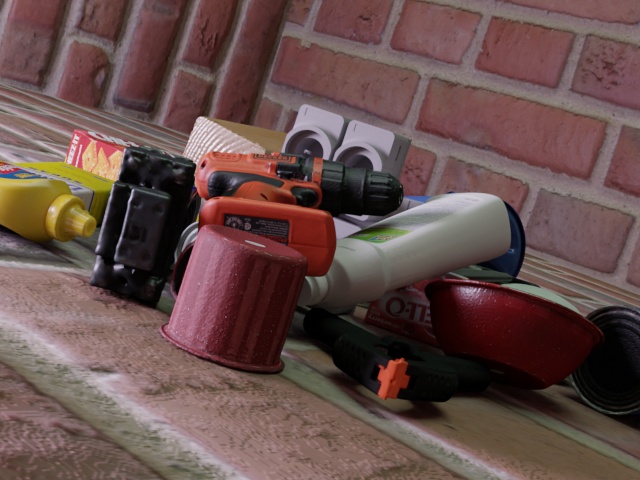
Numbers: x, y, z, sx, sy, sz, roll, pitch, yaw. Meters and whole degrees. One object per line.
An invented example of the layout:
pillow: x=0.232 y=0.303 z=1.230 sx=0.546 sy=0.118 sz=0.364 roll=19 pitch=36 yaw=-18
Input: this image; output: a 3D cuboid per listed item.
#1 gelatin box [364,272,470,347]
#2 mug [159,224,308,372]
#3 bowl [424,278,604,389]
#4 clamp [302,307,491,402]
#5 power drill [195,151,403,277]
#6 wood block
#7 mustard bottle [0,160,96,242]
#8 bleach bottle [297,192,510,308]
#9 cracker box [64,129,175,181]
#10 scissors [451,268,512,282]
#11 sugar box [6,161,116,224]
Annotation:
gelatin box: x=0.097 y=0.060 z=1.062 sx=0.089 sy=0.073 sz=0.030 roll=20 pitch=7 yaw=8
mug: x=-0.065 y=0.035 z=0.763 sx=0.093 sy=0.081 sz=0.117 roll=12 pitch=9 yaw=-44
bowl: x=0.161 y=0.089 z=0.931 sx=0.162 sy=0.055 sz=0.162 roll=18 pitch=-15 yaw=5
clamp: x=0.048 y=0.090 z=0.818 sx=0.165 sy=0.036 sz=0.210 roll=18 pitch=2 yaw=11
power drill: x=-0.021 y=-0.026 z=0.883 sx=0.184 sy=0.057 sz=0.187 roll=4 pitch=17 yaw=2
wood block: x=-0.058 y=-0.068 z=1.158 sx=0.091 sy=0.090 sz=0.205 roll=29 pitch=13 yaw=24
mustard bottle: x=-0.279 y=-0.041 z=0.941 sx=0.192 sy=0.058 sz=0.096 roll=21 pitch=4 yaw=21
bleach bottle: x=0.062 y=0.013 z=0.955 sx=0.103 sy=0.068 sz=0.250 roll=-2 pitch=11 yaw=45
cracker box: x=-0.225 y=-0.083 z=1.404 sx=0.163 sy=0.072 sz=0.214 roll=15 pitch=6 yaw=-34
scissors: x=0.101 y=0.017 z=1.168 sx=0.201 sy=0.096 sz=0.016 roll=-10 pitch=-24 yaw=0
sugar box: x=-0.268 y=-0.049 z=1.096 sx=0.093 sy=0.048 sz=0.176 roll=19 pitch=5 yaw=7
